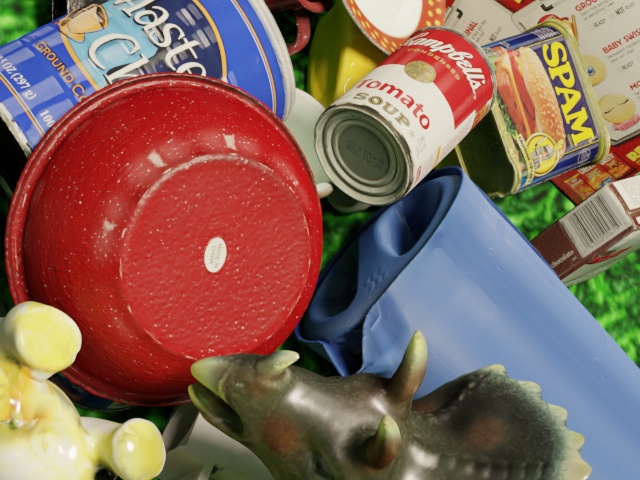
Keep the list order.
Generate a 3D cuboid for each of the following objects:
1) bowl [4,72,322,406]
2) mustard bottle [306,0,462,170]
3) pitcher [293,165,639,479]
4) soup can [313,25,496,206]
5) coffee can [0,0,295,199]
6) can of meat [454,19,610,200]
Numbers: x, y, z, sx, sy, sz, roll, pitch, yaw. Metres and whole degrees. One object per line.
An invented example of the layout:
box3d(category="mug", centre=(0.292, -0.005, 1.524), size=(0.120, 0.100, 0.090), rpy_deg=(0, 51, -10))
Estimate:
box3d(category="bowl", centre=(-0.057, 0.004, 0.488), size=(0.161, 0.055, 0.162), rpy_deg=(-5, 100, -29))
box3d(category="mustard bottle", centre=(0.084, -0.093, 0.744), size=(0.191, 0.058, 0.096), rpy_deg=(20, 51, -25))
box3d(category="pitcher", centre=(0.116, 0.075, 0.634), size=(0.242, 0.145, 0.149), rpy_deg=(43, 85, -13))
box3d(category="soup can", centre=(0.050, -0.074, 0.628), size=(0.068, 0.069, 0.102), rpy_deg=(49, 52, -3))
box3d(category="coffee can", centre=(-0.098, -0.073, 0.544), size=(0.140, 0.103, 0.103), rpy_deg=(-33, 87, -22))
box3d(category="can of meat", centre=(0.130, -0.084, 0.699), size=(0.083, 0.058, 0.102), rpy_deg=(-22, 94, -29))
